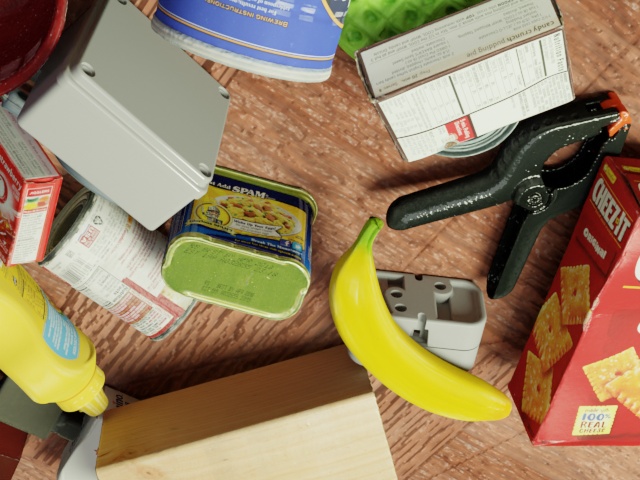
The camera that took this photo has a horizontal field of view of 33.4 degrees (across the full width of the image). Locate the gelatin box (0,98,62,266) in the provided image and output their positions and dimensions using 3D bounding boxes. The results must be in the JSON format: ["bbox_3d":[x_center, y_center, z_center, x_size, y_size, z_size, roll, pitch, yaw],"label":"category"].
[{"bbox_3d":[-0.207,-0.039,0.702,0.030,0.089,0.073,-12,140,-40],"label":"gelatin box"}]

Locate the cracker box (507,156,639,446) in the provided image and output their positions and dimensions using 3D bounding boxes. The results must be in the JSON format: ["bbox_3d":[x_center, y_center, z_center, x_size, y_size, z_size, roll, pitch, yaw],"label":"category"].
[{"bbox_3d":[0.245,0.052,0.748,0.164,0.072,0.214,3,128,-15],"label":"cracker box"}]

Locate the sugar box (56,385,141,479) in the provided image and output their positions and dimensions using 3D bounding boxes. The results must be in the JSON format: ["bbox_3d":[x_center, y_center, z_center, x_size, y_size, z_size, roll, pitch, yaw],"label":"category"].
[{"bbox_3d":[-0.123,0.196,0.897,0.176,0.048,0.093,24,123,-17],"label":"sugar box"}]

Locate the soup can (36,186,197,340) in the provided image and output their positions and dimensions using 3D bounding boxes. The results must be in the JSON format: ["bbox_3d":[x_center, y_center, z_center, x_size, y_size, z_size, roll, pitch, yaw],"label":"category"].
[{"bbox_3d":[-0.139,0.016,0.751,0.102,0.068,0.069,37,119,-22],"label":"soup can"}]

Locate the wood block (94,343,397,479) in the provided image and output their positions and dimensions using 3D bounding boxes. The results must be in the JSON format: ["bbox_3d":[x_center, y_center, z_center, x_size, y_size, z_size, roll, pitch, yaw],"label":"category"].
[{"bbox_3d":[-0.054,0.159,0.808,0.206,0.091,0.090,-16,112,0],"label":"wood block"}]

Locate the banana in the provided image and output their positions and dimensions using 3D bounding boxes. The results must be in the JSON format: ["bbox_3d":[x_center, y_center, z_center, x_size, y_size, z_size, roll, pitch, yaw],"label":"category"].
[{"bbox_3d":[0.060,0.072,0.736,0.070,0.037,0.197,-26,122,20],"label":"banana"}]

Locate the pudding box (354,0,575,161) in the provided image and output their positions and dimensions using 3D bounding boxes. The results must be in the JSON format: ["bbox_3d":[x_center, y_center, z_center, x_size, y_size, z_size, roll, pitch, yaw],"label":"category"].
[{"bbox_3d":[0.085,-0.094,0.610,0.113,0.039,0.090,-22,156,9],"label":"pudding box"}]

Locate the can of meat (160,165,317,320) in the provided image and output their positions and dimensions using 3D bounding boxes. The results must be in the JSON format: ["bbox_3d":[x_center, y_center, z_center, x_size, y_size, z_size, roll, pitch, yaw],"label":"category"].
[{"bbox_3d":[-0.055,0.001,0.727,0.102,0.084,0.057,15,125,-10],"label":"can of meat"}]

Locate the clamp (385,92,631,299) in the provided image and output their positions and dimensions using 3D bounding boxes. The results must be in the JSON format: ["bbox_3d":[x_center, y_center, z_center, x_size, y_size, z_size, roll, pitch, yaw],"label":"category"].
[{"bbox_3d":[0.143,-0.029,0.728,0.172,0.039,0.120,-33,132,21],"label":"clamp"}]

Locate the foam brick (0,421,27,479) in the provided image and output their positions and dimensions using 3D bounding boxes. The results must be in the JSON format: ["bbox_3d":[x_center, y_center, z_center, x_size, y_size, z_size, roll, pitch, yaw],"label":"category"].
[{"bbox_3d":[-0.279,0.179,0.886,0.053,0.051,0.078,21,124,-14],"label":"foam brick"}]

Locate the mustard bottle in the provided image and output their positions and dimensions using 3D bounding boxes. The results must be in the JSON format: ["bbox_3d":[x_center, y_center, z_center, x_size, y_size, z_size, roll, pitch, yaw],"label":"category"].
[{"bbox_3d":[-0.216,0.062,0.769,0.058,0.096,0.191,-36,121,0],"label":"mustard bottle"}]

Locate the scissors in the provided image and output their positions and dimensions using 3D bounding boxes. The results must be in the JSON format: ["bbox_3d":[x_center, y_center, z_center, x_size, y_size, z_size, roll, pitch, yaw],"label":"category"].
[{"bbox_3d":[-0.184,-0.077,0.674,0.201,0.096,0.016,31,103,-23],"label":"scissors"}]

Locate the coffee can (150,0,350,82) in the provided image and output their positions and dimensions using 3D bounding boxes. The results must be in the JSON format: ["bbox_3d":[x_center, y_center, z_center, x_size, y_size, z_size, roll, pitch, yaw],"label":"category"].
[{"bbox_3d":[-0.024,-0.168,0.568,0.102,0.103,0.140,15,109,-9],"label":"coffee can"}]
